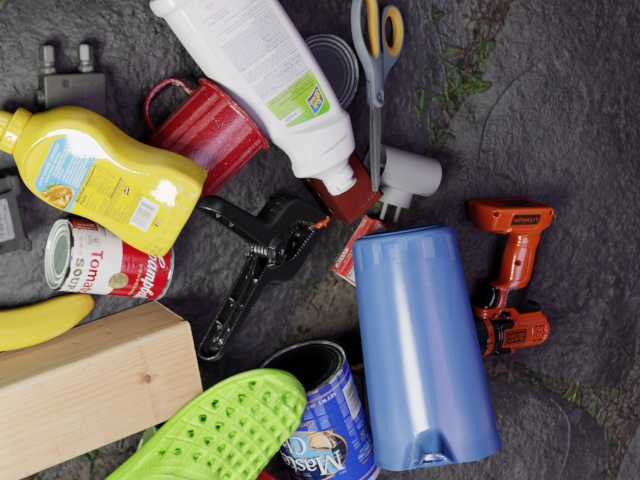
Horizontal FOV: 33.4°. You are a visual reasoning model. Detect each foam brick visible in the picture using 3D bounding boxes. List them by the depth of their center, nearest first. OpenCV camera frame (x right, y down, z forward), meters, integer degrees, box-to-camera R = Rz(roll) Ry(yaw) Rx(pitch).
[{"bbox_3d":[0.017,-0.064,1.112,0.051,0.053,0.078,-45,120,-15],"label":"foam brick"}]

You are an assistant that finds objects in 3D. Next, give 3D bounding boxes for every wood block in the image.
[{"bbox_3d":[-0.224,0.138,0.993,0.205,0.090,0.091,-18,111,-27],"label":"wood block"}]

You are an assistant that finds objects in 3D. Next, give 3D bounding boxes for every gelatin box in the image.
[{"bbox_3d":[0.065,0.025,1.180,0.089,0.030,0.073,35,85,-33],"label":"gelatin box"}]

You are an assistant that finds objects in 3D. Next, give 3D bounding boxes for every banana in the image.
[{"bbox_3d":[-0.300,0.067,0.958,0.197,0.037,0.069,13,97,-34],"label":"banana"}]

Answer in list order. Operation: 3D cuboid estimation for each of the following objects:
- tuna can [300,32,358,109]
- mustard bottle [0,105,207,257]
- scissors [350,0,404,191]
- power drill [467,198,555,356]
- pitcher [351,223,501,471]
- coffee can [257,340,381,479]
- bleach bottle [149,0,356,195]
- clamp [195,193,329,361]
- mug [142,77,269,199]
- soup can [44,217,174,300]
[{"bbox_3d":[-0.006,-0.167,1.081,0.086,0.034,0.086,-9,107,-30],"label":"tuna can"},{"bbox_3d":[-0.203,-0.064,0.935,0.191,0.058,0.096,27,126,-12],"label":"mustard bottle"},{"bbox_3d":[0.066,-0.160,1.111,0.096,0.016,0.202,-27,113,-51],"label":"scissors"},{"bbox_3d":[0.202,0.046,1.255,0.184,0.057,0.188,-5,108,-35],"label":"power drill"},{"bbox_3d":[0.104,0.108,1.117,0.144,0.149,0.243,-10,92,-36],"label":"pitcher"},{"bbox_3d":[-0.002,0.193,1.138,0.102,0.103,0.140,-30,117,-22],"label":"coffee can"},{"bbox_3d":[-0.049,-0.146,1.010,0.102,0.068,0.250,-37,109,-10],"label":"bleach bottle"},{"bbox_3d":[-0.057,0.001,1.039,0.209,0.036,0.164,-39,137,-48],"label":"clamp"},{"bbox_3d":[-0.117,-0.100,1.004,0.117,0.093,0.081,45,82,-5],"label":"mug"},{"bbox_3d":[-0.196,0.017,0.991,0.102,0.069,0.068,8,99,-33],"label":"soup can"}]
